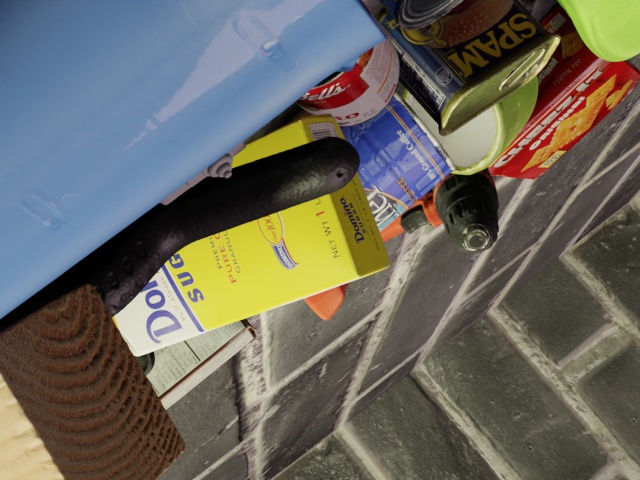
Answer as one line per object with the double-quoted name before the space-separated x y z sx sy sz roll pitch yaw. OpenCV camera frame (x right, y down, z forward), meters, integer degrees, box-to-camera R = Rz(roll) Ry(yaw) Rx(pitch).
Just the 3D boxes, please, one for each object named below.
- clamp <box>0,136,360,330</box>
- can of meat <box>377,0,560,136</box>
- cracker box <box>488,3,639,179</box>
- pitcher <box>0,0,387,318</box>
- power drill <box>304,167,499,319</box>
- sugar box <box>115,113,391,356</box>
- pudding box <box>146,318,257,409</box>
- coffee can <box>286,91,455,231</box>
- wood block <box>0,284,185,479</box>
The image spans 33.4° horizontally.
"clamp" -0.086 -0.008 0.531 0.210 0.165 0.036 -41 122 -12
"can of meat" 0.095 -0.133 0.722 0.102 0.084 0.057 -34 165 -21
"cracker box" 0.224 -0.138 1.058 0.164 0.072 0.213 -45 164 19
"pitcher" -0.112 -0.058 0.379 0.243 0.149 0.145 -38 -176 8
"power drill" 0.066 -0.007 0.915 0.188 0.057 0.184 -30 -159 16
"sugar box" -0.054 0.001 0.623 0.176 0.093 0.048 -22 176 30
"pudding box" -0.118 0.069 0.794 0.113 0.090 0.039 -39 165 -5
"coffee can" 0.008 -0.042 0.744 0.140 0.103 0.102 -40 166 4
"wood block" -0.179 0.111 0.483 0.206 0.091 0.090 -28 -175 21
